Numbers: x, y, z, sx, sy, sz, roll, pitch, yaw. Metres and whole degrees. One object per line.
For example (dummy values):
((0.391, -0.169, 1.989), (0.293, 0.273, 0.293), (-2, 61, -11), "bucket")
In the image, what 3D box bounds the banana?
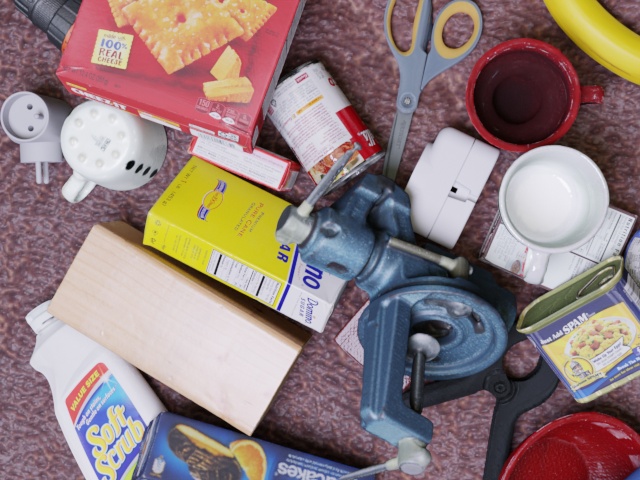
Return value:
((0.259, -0.181, 0.922), (0.198, 0.037, 0.069), (29, 77, 3), "banana")

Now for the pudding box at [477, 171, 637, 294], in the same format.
((0.206, -0.002, 0.933), (0.113, 0.039, 0.090), (23, 93, 2), "pudding box")

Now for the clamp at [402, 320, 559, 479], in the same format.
((0.160, 0.139, 0.943), (0.171, 0.039, 0.120), (-40, 93, 5), "clamp")

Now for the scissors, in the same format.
((0.097, -0.131, 0.949), (0.096, 0.016, 0.202), (-1, 93, 6), "scissors")

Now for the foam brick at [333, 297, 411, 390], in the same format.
((0.057, 0.091, 0.945), (0.078, 0.051, 0.053), (43, 97, 3), "foam brick")

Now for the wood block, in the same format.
((-0.121, 0.073, 0.942), (0.206, 0.091, 0.090), (31, 95, 4), "wood block")

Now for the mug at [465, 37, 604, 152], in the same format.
((0.181, -0.121, 0.907), (0.117, 0.081, 0.093), (-5, 92, 6), "mug")

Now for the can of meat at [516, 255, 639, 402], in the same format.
((0.229, 0.075, 0.884), (0.102, 0.057, 0.084), (-34, 98, 28), "can of meat")

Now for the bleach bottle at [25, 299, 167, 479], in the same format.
((-0.192, 0.169, 0.969), (0.102, 0.068, 0.251), (-36, 87, 3), "bleach bottle")

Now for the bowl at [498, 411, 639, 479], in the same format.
((0.209, 0.220, 0.917), (0.162, 0.055, 0.162), (-2, 96, -19), "bowl")

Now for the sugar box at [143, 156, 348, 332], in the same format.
((-0.056, 0.001, 0.931), (0.176, 0.093, 0.048), (24, 134, 5), "sugar box")

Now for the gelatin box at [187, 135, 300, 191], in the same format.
((-0.066, -0.071, 0.939), (0.089, 0.073, 0.030), (22, 94, 4), "gelatin box")

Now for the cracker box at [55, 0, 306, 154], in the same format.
((-0.098, -0.199, 0.867), (0.164, 0.072, 0.213), (19, 84, -1), "cracker box")

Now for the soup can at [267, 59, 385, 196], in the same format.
((0.001, -0.098, 0.934), (0.068, 0.068, 0.102), (-35, 88, 6), "soup can")
